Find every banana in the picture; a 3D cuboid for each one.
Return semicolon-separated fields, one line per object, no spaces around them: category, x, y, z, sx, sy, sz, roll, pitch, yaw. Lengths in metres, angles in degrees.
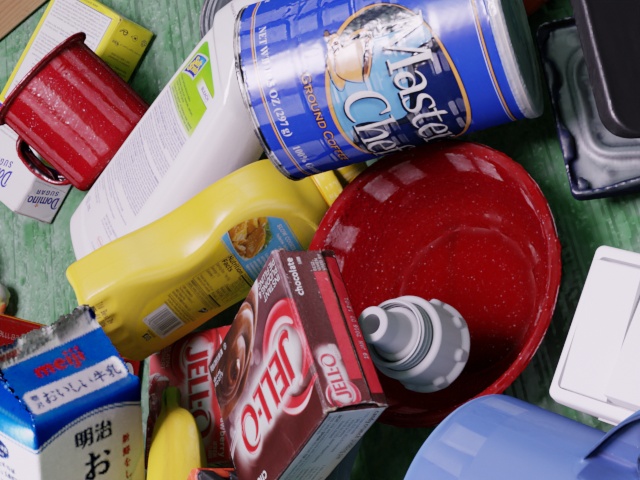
banana;-0.082;0.186;0.630;0.037;0.069;0.198;0;83;2

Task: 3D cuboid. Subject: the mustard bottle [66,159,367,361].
mustard bottle;-0.055;0.000;0.664;0.191;0.096;0.058;-30;58;0

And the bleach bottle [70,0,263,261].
bleach bottle;-0.074;-0.068;0.698;0.251;0.067;0.103;-50;46;26

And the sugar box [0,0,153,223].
sugar box;-0.214;-0.112;0.864;0.093;0.048;0.176;34;98;38

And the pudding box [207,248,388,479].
pudding box;-0.015;0.072;0.534;0.114;0.039;0.090;119;142;-46

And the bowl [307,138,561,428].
bowl;0.068;0.028;0.597;0.162;0.055;0.162;-13;66;33

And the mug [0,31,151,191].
mug;-0.182;-0.083;0.783;0.117;0.081;0.093;-43;8;33

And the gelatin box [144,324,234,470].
gelatin box;-0.078;0.103;0.694;0.073;0.030;0.089;-13;67;32

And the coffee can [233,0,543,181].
coffee can;0.038;-0.098;0.575;0.140;0.102;0.103;-14;65;19
